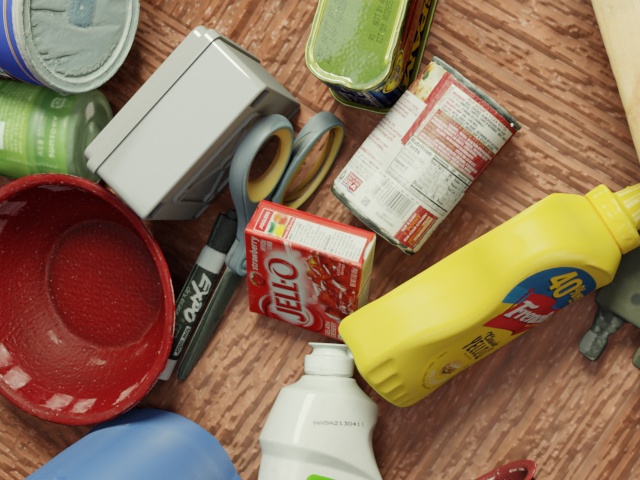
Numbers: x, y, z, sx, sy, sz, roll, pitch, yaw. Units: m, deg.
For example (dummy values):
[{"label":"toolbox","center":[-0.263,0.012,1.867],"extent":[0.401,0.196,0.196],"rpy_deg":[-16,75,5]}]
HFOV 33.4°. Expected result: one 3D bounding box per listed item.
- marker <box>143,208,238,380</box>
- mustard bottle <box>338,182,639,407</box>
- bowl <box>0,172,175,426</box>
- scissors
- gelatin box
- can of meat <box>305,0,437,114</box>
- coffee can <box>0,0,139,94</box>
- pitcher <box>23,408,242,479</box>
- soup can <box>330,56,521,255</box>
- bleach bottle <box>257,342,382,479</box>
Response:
[{"label":"marker","center":[-0.082,0.035,0.701],"extent":[0.020,0.020,0.121],"rpy_deg":[27,95,11]},{"label":"mustard bottle","center":[0.109,0.025,0.619],"extent":[0.192,0.096,0.058],"rpy_deg":[-33,62,9]},{"label":"bowl","center":[-0.154,0.034,0.689],"extent":[0.162,0.055,0.162],"rpy_deg":[4,100,20]},{"label":"scissors","center":[-0.054,0.001,0.662],"extent":[0.016,0.096,0.202],"rpy_deg":[38,95,29]},{"label":"gelatin box","center":[-0.007,0.022,0.651],"extent":[0.073,0.089,0.030],"rpy_deg":[18,54,11]},{"label":"can of meat","center":[0.032,-0.133,0.644],"extent":[0.057,0.084,0.102],"rpy_deg":[16,92,12]},{"label":"coffee can","center":[-0.199,-0.154,0.668],"extent":[0.140,0.102,0.103],"rpy_deg":[16,93,28]},{"label":"pitcher","center":[-0.150,0.189,0.601],"extent":[0.145,0.242,0.149],"rpy_deg":[41,105,8]},{"label":"soup can","center":[0.063,-0.050,0.644],"extent":[0.068,0.068,0.102],"rpy_deg":[40,98,10]},{"label":"bleach bottle","center":[0.006,0.189,0.650],"extent":[0.068,0.102,0.251],"rpy_deg":[-5,79,55]}]
